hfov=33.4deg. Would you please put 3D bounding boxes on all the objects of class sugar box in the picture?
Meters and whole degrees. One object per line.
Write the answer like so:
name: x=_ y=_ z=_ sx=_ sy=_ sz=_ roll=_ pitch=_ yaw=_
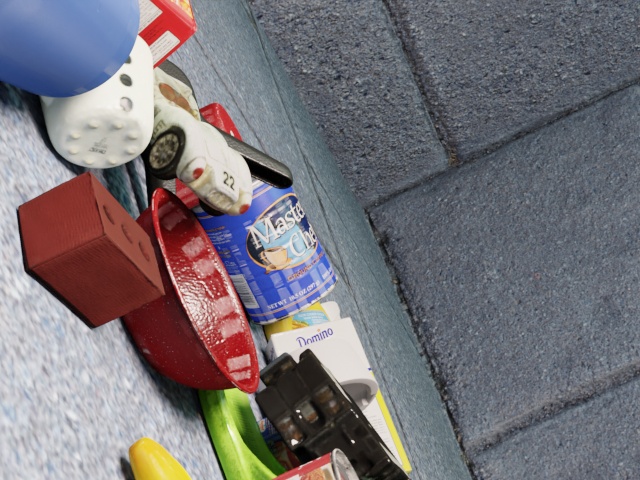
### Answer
sugar box: x=0.015 y=0.170 z=1.079 sx=0.048 sy=0.093 sz=0.176 roll=108 pitch=-34 yaw=-53

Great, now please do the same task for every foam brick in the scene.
foam brick: x=-0.138 y=0.006 z=0.645 sx=0.078 sy=0.051 sz=0.053 roll=56 pitch=10 yaw=-53

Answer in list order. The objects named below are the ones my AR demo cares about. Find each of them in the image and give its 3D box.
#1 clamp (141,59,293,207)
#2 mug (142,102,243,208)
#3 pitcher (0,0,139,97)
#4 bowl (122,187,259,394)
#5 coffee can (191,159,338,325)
clamp: x=-0.125 y=-0.099 z=0.939 sx=0.164 sy=0.036 sz=0.210 roll=-24 pitch=80 yaw=-41
mug: x=-0.114 y=-0.077 z=1.035 sx=0.093 sy=0.081 sz=0.117 roll=67 pitch=7 yaw=18
pitcher: x=-0.179 y=-0.165 z=0.597 sx=0.145 sy=0.149 sz=0.243 roll=54 pitch=2 yaw=5
bowl: x=-0.103 y=0.046 z=0.767 sx=0.162 sy=0.055 sz=0.162 roll=63 pitch=6 yaw=-14
coffee can: x=-0.057 y=0.001 z=1.104 sx=0.103 sy=0.103 sz=0.140 roll=-91 pitch=156 yaw=-75
